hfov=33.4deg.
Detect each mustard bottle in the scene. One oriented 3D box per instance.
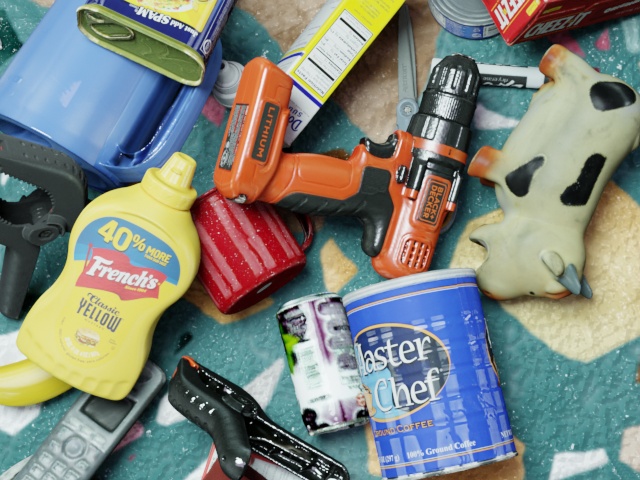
[{"bbox_3d":[-0.144,0.020,0.795,0.096,0.058,0.192,30,105,-5],"label":"mustard bottle"}]

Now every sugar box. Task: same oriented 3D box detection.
[{"bbox_3d":[0.004,-0.153,0.868,0.048,0.093,0.176,37,85,-14],"label":"sugar box"}]

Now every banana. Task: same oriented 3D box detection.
[{"bbox_3d":[-0.197,0.078,0.860,0.197,0.069,0.037,-35,36,-3],"label":"banana"}]

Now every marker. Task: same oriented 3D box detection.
[{"bbox_3d":[0.152,-0.137,0.885,0.121,0.020,0.020,6,78,9],"label":"marker"}]

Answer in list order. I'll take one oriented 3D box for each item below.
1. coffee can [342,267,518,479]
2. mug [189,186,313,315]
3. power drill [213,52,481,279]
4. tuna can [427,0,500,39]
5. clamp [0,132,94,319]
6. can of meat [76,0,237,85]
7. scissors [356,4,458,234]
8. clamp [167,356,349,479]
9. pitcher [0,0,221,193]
[{"bbox_3d":[0.080,0.100,0.793,0.103,0.103,0.140,-13,80,4],"label":"coffee can"},{"bbox_3d":[-0.056,0.001,0.852,0.117,0.093,0.081,-26,78,-36],"label":"mug"},{"bbox_3d":[0.025,-0.074,0.806,0.187,0.057,0.184,16,89,-21],"label":"power drill"},{"bbox_3d":[0.132,-0.214,0.898,0.086,0.033,0.086,-2,77,7],"label":"tuna can"},{"bbox_3d":[-0.220,-0.011,0.818,0.164,0.209,0.036,-29,58,6],"label":"clamp"},{"bbox_3d":[-0.118,-0.177,0.797,0.102,0.057,0.084,24,73,-4],"label":"can of meat"},{"bbox_3d":[0.056,-0.095,0.890,0.096,0.016,0.202,-17,76,3],"label":"scissors"},{"bbox_3d":[-0.068,0.136,0.796,0.172,0.120,0.039,28,89,36],"label":"clamp"},{"bbox_3d":[-0.155,-0.163,0.875,0.149,0.145,0.242,32,79,-13],"label":"pitcher"}]
